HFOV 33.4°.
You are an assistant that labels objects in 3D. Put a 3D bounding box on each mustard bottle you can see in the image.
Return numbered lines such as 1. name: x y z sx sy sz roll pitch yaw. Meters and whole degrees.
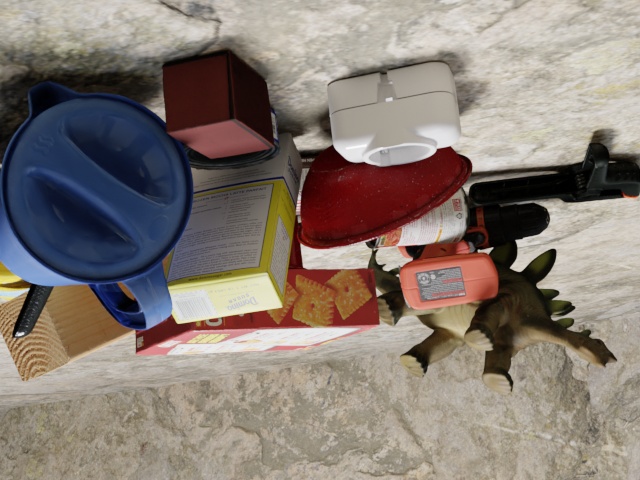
1. mustard bottle: -0.347 0.033 1.228 0.096 0.058 0.192 -10 169 -14

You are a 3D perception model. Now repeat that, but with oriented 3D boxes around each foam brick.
1. foam brick: -0.072 -0.095 0.761 0.051 0.053 0.078 -10 167 17

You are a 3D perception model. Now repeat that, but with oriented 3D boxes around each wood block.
1. wood block: -0.259 0.078 1.233 0.090 0.091 0.205 -24 180 36

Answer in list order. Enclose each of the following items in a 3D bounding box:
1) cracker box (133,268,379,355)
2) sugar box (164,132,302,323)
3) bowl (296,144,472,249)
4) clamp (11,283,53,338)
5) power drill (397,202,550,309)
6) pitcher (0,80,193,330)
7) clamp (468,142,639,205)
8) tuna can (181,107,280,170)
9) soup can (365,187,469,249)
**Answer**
1. cracker box: -0.070 0.075 1.131 0.213 0.072 0.164 2 165 -30
2. sugar box: -0.069 -0.014 0.882 0.093 0.176 0.048 -9 129 15
3. bowl: 0.043 -0.056 0.900 0.162 0.055 0.162 -22 -160 8
4. clamp: -0.268 0.020 1.053 0.171 0.120 0.039 -26 -147 -4
5. power drill: 0.169 0.011 1.215 0.185 0.057 0.187 -11 -164 16
6. pitcher: -0.190 -0.015 0.836 0.144 0.149 0.243 17 168 -19
7. clamp: 0.284 -0.066 1.131 0.209 0.036 0.165 0 168 -37
8. tuna can: -0.076 -0.084 0.858 0.086 0.034 0.086 -6 169 -1
9. soup can: 0.100 -0.028 1.143 0.102 0.068 0.069 -4 168 -15
